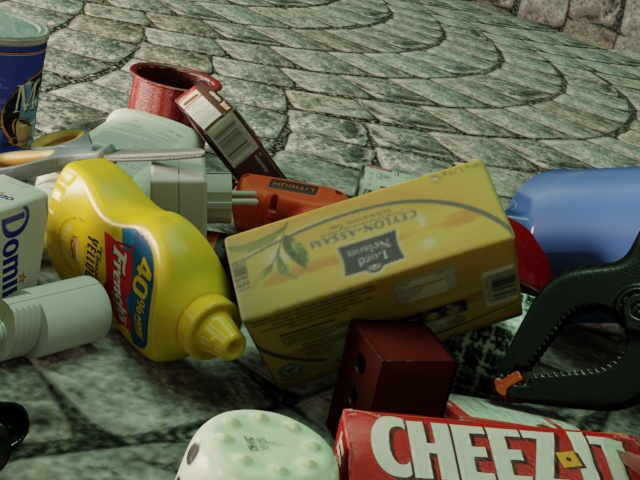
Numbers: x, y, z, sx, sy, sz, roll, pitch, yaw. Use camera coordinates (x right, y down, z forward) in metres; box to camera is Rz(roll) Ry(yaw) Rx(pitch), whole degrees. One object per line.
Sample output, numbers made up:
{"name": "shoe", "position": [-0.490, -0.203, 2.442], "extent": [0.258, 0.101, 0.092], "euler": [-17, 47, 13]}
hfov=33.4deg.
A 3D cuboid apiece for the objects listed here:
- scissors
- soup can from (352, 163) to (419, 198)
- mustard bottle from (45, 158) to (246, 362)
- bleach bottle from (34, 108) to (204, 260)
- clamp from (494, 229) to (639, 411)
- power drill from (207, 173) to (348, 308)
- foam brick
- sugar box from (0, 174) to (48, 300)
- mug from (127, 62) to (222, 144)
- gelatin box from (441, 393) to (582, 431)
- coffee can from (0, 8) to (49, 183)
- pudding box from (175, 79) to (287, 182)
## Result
{"name": "scissors", "position": [-0.162, -0.070, 0.807], "extent": [0.202, 0.016, 0.096], "euler": [-5, 24, 19]}
{"name": "soup can", "position": [0.080, -0.027, 0.986], "extent": [0.102, 0.068, 0.068], "euler": [14, 21, 0]}
{"name": "mustard bottle", "position": [-0.110, 0.024, 0.692], "extent": [0.058, 0.096, 0.192], "euler": [-11, 32, -40]}
{"name": "bleach bottle", "position": [-0.185, -0.042, 0.865], "extent": [0.103, 0.068, 0.250], "euler": [16, 23, 12]}
{"name": "clamp", "position": [0.209, 0.052, 0.665], "extent": [0.165, 0.210, 0.036], "euler": [56, 4, 23]}
{"name": "power drill", "position": [-0.056, 0.001, 0.847], "extent": [0.184, 0.057, 0.187], "euler": [13, 22, 6]}
{"name": "foam brick", "position": [0.041, 0.093, 0.641], "extent": [0.051, 0.078, 0.053], "euler": [2, 23, -23]}
{"name": "sugar box", "position": [-0.229, 0.026, 0.616], "extent": [0.048, 0.093, 0.176], "euler": [22, 23, 19]}
{"name": "mug", "position": [-0.145, -0.128, 1.079], "extent": [0.093, 0.081, 0.117], "euler": [24, 23, 25]}
{"name": "gelatin box", "position": [0.113, 0.120, 0.660], "extent": [0.089, 0.030, 0.073], "euler": [11, 3, -11]}
{"name": "coffee can", "position": [-0.281, -0.111, 0.865], "extent": [0.102, 0.140, 0.103], "euler": [12, 21, -5]}
{"name": "pudding box", "position": [-0.079, -0.087, 0.994], "extent": [0.039, 0.113, 0.090], "euler": [-38, 36, -6]}
